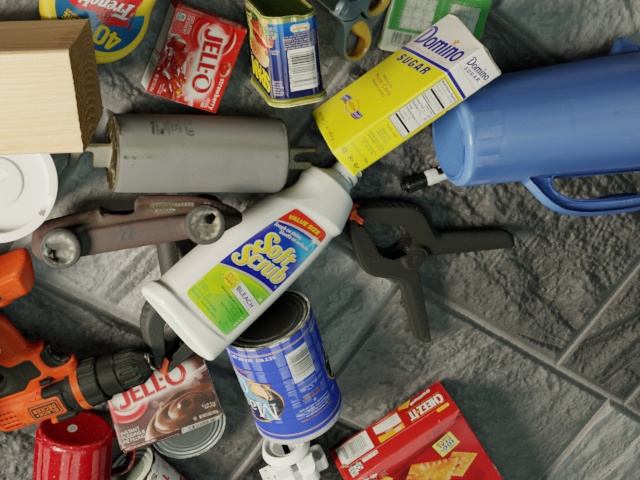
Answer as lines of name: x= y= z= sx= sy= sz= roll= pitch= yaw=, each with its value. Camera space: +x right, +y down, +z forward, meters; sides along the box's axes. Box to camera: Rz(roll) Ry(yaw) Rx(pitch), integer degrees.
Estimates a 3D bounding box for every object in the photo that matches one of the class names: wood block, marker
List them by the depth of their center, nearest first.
wood block: x=-0.298 y=-0.128 z=0.899 sx=0.206 sy=0.090 sz=0.091 roll=-2 pitch=119 yaw=2
marker: x=0.144 y=-0.078 z=1.170 sx=0.121 sy=0.020 sz=0.020 roll=-20 pitch=122 yaw=-10

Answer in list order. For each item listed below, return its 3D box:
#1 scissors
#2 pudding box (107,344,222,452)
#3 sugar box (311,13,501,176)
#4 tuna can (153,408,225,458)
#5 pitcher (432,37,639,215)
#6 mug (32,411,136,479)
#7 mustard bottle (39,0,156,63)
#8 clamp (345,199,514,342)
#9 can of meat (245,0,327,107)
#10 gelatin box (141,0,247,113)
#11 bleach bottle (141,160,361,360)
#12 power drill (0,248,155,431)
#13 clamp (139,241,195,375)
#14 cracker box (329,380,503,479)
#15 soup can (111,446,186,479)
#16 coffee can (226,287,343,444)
scissors: x=0.029 y=-0.228 z=0.982 sx=0.096 sy=0.016 sz=0.201 roll=-56 pitch=163 yaw=-7
pudding box: x=-0.171 y=0.166 z=1.142 sx=0.113 sy=0.090 sz=0.039 roll=-17 pitch=162 yaw=-14
sugar box: x=0.081 y=-0.146 z=1.055 sx=0.176 sy=0.093 sz=0.048 roll=-37 pitch=125 yaw=9
tuna can: x=-0.152 y=0.201 z=1.200 sx=0.086 sy=0.034 sz=0.086 roll=-9 pitch=120 yaw=-16
pitcher: x=0.249 y=-0.114 z=1.122 sx=0.242 sy=0.149 sz=0.145 roll=-9 pitch=128 yaw=-13
mug: x=-0.255 y=0.235 z=1.150 sx=0.117 sy=0.093 sz=0.081 roll=-3 pitch=113 yaw=-28
mustard bottle: x=-0.192 y=-0.217 z=0.946 sx=0.096 sy=0.058 sz=0.192 roll=29 pitch=104 yaw=-29
clamp: x=0.112 y=0.008 z=1.194 sx=0.164 sy=0.036 sz=0.209 roll=-45 pitch=122 yaw=7
can of meat: x=-0.034 y=-0.182 z=0.999 sx=0.057 sy=0.102 sz=0.084 roll=-12 pitch=118 yaw=-13
gelatin box: x=-0.120 y=-0.174 z=1.012 sx=0.073 sy=0.030 sz=0.089 roll=15 pitch=111 yaw=-27
bleach bottle: x=-0.057 y=0.001 z=1.087 sx=0.250 sy=0.068 sz=0.102 roll=-45 pitch=115 yaw=-15
power drill: x=-0.280 y=0.101 z=1.065 sx=0.184 sy=0.057 sz=0.187 roll=-20 pitch=121 yaw=8
clamp: x=-0.147 y=0.052 z=1.108 sx=0.120 sy=0.039 sz=0.171 roll=28 pitch=88 yaw=-22
cracker box: x=0.134 y=0.302 z=1.340 sx=0.164 sy=0.072 sz=0.213 roll=-33 pitch=124 yaw=-1
soup can: x=-0.186 y=0.287 z=1.214 sx=0.068 sy=0.068 sz=0.102 roll=-37 pitch=123 yaw=1
coffee can: x=-0.041 y=0.137 z=1.167 sx=0.102 sy=0.103 sz=0.140 roll=-23 pitch=122 yaw=-8
